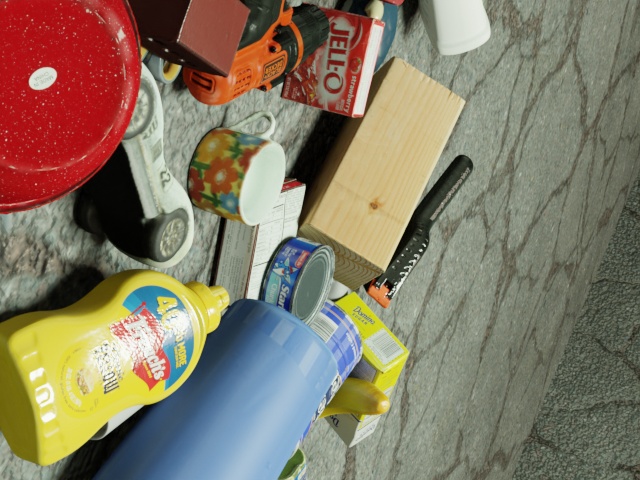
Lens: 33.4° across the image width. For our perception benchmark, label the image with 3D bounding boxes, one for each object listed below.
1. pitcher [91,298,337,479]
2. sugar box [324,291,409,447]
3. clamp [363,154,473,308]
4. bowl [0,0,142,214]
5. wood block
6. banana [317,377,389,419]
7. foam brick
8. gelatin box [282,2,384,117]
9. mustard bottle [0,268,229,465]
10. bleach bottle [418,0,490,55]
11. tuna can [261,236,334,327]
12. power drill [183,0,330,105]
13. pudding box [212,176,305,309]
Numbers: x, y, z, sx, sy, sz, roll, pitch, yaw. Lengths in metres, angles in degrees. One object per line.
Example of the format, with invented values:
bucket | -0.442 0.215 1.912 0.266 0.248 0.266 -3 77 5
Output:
pitcher | -0.088 0.176 0.868 0.242 0.145 0.149 -55 -172 -23
sugar box | 0.034 0.143 1.157 0.048 0.093 0.176 -30 155 -27
clamp | 0.087 0.005 1.192 0.165 0.036 0.209 -40 -166 46
bowl | -0.155 -0.086 0.557 0.161 0.055 0.162 -13 113 -34
wood block | 0.053 -0.068 1.068 0.206 0.090 0.090 -63 -169 -22
banana | -0.001 0.180 1.117 0.037 0.198 0.069 23 48 -38
foam brick | -0.091 -0.148 0.712 0.078 0.053 0.051 24 86 -66
gelatin box | 0.011 -0.162 0.959 0.030 0.073 0.089 -13 118 -65
mustard bottle | -0.137 0.073 0.747 0.191 0.058 0.096 -27 111 -44
bleach bottle | 0.123 -0.309 1.094 0.250 0.068 0.102 67 6 -57
tuna can | -0.021 0.040 0.984 0.086 0.034 0.086 -51 152 -42
power drill | -0.028 -0.207 0.820 0.184 0.057 0.188 -43 154 -52
pudding box | -0.056 0.001 0.972 0.089 0.039 0.113 -21 124 -64
